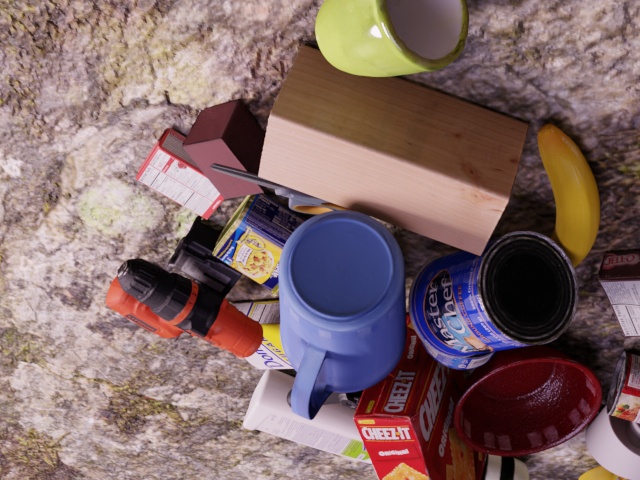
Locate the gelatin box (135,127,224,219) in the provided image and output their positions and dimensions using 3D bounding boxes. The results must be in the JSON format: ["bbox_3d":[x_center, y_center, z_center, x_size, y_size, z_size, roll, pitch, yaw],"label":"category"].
[{"bbox_3d":[-0.135,-0.068,1.089,0.089,0.030,0.073,31,146,-12],"label":"gelatin box"}]

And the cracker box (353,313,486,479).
[{"bbox_3d":[0.118,0.211,1.169,0.072,0.164,0.213,-4,125,24],"label":"cracker box"}]

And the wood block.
[{"bbox_3d":[0.061,-0.078,0.916,0.206,0.090,0.091,20,145,3],"label":"wood block"}]

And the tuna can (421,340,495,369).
[{"bbox_3d":[0.145,0.089,1.095,0.086,0.086,0.034,21,147,2],"label":"tuna can"}]

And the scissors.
[{"bbox_3d":[-0.037,-0.046,1.004,0.201,0.016,0.096,11,169,-33],"label":"scissors"}]

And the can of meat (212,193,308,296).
[{"bbox_3d":[-0.057,0.001,1.115,0.084,0.057,0.102,31,144,-9],"label":"can of meat"}]

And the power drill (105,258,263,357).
[{"bbox_3d":[-0.175,0.072,1.211,0.184,0.057,0.188,34,165,-27],"label":"power drill"}]

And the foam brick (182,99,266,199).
[{"bbox_3d":[-0.084,-0.085,1.017,0.051,0.053,0.078,-6,136,35],"label":"foam brick"}]

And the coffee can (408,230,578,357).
[{"bbox_3d":[0.158,0.053,0.995,0.102,0.102,0.140,31,160,-13],"label":"coffee can"}]

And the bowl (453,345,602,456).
[{"bbox_3d":[0.217,0.162,1.150,0.162,0.055,0.162,-5,132,-5],"label":"bowl"}]

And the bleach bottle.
[{"bbox_3d":[0.031,0.248,1.392,0.250,0.068,0.103,22,148,-4],"label":"bleach bottle"}]

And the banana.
[{"bbox_3d":[0.214,-0.024,0.948,0.070,0.037,0.198,12,144,11],"label":"banana"}]

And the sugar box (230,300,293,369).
[{"bbox_3d":[-0.026,0.111,1.252,0.177,0.048,0.093,-9,136,35],"label":"sugar box"}]

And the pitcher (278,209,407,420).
[{"bbox_3d":[0.017,0.068,1.002,0.145,0.149,0.243,-20,163,-4],"label":"pitcher"}]
